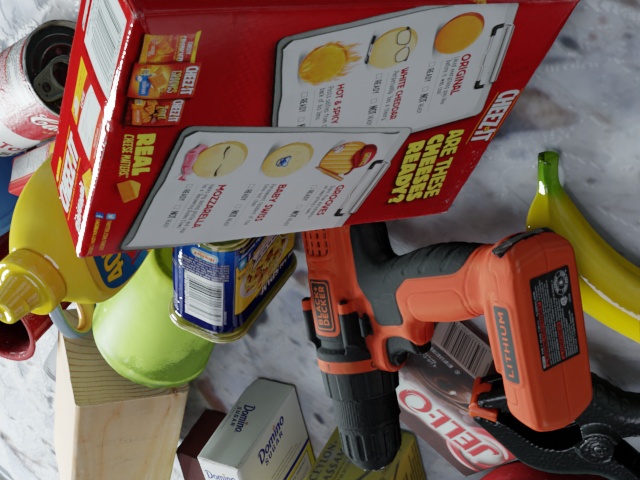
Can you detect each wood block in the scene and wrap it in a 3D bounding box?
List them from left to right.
[{"bbox_3d":[-0.172,0.150,0.898,0.090,0.091,0.206,-5,142,-19],"label":"wood block"}]

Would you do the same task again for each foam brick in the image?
[{"bbox_3d":[-0.087,0.196,0.933,0.051,0.053,0.078,15,135,24],"label":"foam brick"}]

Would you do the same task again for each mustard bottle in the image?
[{"bbox_3d":[-0.136,-0.018,0.658,0.058,0.191,0.096,12,134,27],"label":"mustard bottle"}]

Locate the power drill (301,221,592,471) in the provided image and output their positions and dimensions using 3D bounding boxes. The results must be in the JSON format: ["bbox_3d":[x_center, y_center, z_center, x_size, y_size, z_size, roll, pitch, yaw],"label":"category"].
[{"bbox_3d":[0.066,0.062,0.634,0.188,0.057,0.184,1,106,47],"label":"power drill"}]

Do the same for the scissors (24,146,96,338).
[{"bbox_3d":[-0.191,-0.028,0.812,0.016,0.096,0.202,-9,92,30],"label":"scissors"}]

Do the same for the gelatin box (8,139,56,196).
[{"bbox_3d":[-0.160,-0.042,0.747,0.073,0.030,0.089,-14,155,43],"label":"gelatin box"}]

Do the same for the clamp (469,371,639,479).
[{"bbox_3d":[0.178,0.127,0.663,0.172,0.039,0.120,8,117,15],"label":"clamp"}]

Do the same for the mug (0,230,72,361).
[{"bbox_3d":[-0.258,0.035,0.880,0.117,0.081,0.093,14,135,24],"label":"mug"}]

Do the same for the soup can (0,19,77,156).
[{"bbox_3d":[-0.195,-0.100,0.718,0.102,0.068,0.068,-15,118,43],"label":"soup can"}]

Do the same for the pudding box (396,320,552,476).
[{"bbox_3d":[0.094,0.106,0.730,0.113,0.039,0.090,43,139,-8],"label":"pudding box"}]

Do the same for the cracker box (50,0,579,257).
[{"bbox_3d":[-0.010,-0.075,0.512,0.072,0.213,0.164,66,150,28],"label":"cracker box"}]

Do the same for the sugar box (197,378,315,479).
[{"bbox_3d":[-0.043,0.207,0.882,0.048,0.093,0.176,8,131,29],"label":"sugar box"}]

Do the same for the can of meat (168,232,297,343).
[{"bbox_3d":[-0.055,0.001,0.690,0.057,0.102,0.084,22,136,16],"label":"can of meat"}]
